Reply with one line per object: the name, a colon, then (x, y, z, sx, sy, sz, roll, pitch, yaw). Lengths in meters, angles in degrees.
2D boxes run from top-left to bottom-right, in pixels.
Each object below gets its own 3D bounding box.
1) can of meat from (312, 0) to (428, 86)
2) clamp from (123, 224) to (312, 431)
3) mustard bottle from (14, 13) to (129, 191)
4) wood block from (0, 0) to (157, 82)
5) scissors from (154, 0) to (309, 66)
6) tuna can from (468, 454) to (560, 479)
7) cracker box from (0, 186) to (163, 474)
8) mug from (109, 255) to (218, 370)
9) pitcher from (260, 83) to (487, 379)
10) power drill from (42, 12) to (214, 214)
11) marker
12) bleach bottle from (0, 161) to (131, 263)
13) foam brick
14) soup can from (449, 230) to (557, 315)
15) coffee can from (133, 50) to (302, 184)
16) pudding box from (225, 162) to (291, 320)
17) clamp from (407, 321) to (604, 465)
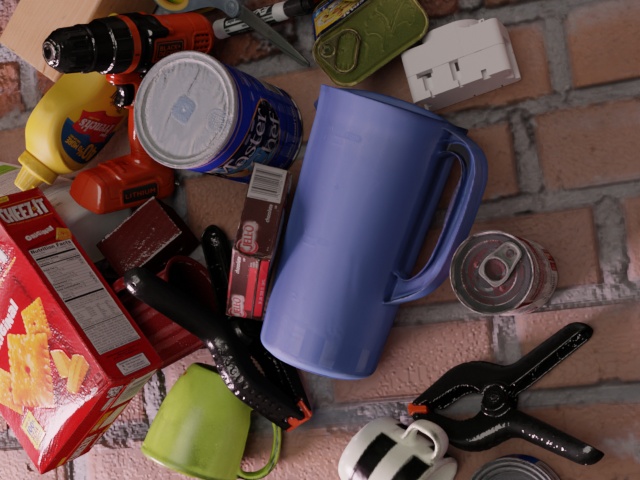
can of meat: (0.040, -0.197, 0.955, 0.102, 0.057, 0.084, -34, 30, 17)
clamp: (-0.085, 0.086, 0.972, 0.036, 0.164, 0.210, -37, 83, 27)
mustard bottle: (-0.234, -0.125, 1.049, 0.058, 0.096, 0.191, 38, 87, 19)
wood block: (-0.221, -0.261, 1.077, 0.091, 0.090, 0.206, 36, 101, 22)
scissors: (-0.097, -0.217, 1.026, 0.202, 0.016, 0.096, 53, 128, 6)
tuna can: (0.166, 0.225, 0.906, 0.086, 0.033, 0.086, -2, 86, 24)
cracker box: (-0.264, 0.085, 0.999, 0.214, 0.071, 0.164, 52, 127, 14)
mug: (-0.153, 0.068, 1.016, 0.082, 0.117, 0.093, -31, 48, 24)
pitcher: (0.038, -0.004, 0.926, 0.145, 0.149, 0.243, 16, 98, -8)
power drill: (-0.185, -0.120, 0.997, 0.057, 0.184, 0.188, 34, 124, 32)
marker: (-0.055, -0.214, 1.021, 0.121, 0.020, 0.020, -6, 84, 40)
bleach bottle: (-0.321, -0.045, 1.113, 0.251, 0.102, 0.068, 20, 120, 30)
foam brick: (-0.169, 0.004, 1.049, 0.078, 0.053, 0.051, -40, 72, 3)
soup can: (0.155, 0.028, 0.886, 0.069, 0.102, 0.068, -2, 86, 24)
coffee can: (-0.091, -0.109, 0.982, 0.103, 0.140, 0.103, -2, 86, 23)
pudding box: (-0.056, 0.001, 0.958, 0.039, 0.090, 0.113, 13, 47, 0)
clamp: (0.159, 0.145, 0.900, 0.172, 0.039, 0.120, -22, 50, 24)
